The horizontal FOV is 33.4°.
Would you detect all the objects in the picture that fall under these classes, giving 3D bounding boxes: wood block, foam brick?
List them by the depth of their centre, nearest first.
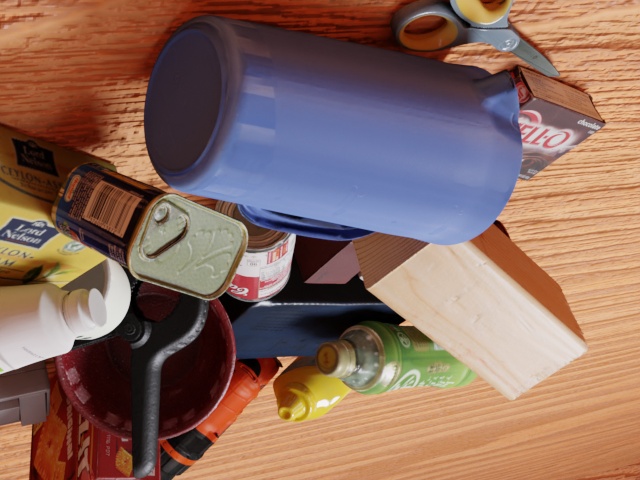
[{"bbox_3d":[0.129,0.039,0.920,0.090,0.091,0.205,-38,126,20],"label":"wood block"},{"bbox_3d":[0.017,-0.001,0.968,0.052,0.051,0.078,3,149,-40],"label":"foam brick"}]

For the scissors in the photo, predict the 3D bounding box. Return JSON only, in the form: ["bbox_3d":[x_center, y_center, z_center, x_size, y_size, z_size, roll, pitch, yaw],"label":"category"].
[{"bbox_3d":[0.113,-0.142,0.770,0.096,0.016,0.201,-23,157,13],"label":"scissors"}]

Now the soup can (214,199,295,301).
[{"bbox_3d":[-0.056,0.001,0.894,0.068,0.068,0.102,-14,156,-11],"label":"soup can"}]

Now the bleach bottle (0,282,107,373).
[{"bbox_3d":[-0.271,0.077,0.773,0.251,0.068,0.102,-13,165,11],"label":"bleach bottle"}]

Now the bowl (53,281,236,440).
[{"bbox_3d":[-0.155,0.095,0.962,0.162,0.162,0.055,-20,-175,3],"label":"bowl"}]

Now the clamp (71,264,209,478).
[{"bbox_3d":[-0.153,0.085,0.910,0.210,0.164,0.036,-48,174,1],"label":"clamp"}]

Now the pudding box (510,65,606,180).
[{"bbox_3d":[0.168,-0.095,0.887,0.113,0.039,0.090,6,146,-45],"label":"pudding box"}]

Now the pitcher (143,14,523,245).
[{"bbox_3d":[0.004,-0.066,0.717,0.242,0.149,0.145,7,-171,-39],"label":"pitcher"}]

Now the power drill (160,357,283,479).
[{"bbox_3d":[-0.119,0.182,1.130,0.184,0.057,0.187,-44,-179,15],"label":"power drill"}]

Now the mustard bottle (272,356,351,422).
[{"bbox_3d":[0.001,0.148,1.176,0.096,0.058,0.191,-15,-169,28],"label":"mustard bottle"}]

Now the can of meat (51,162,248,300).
[{"bbox_3d":[-0.112,-0.008,0.698,0.102,0.084,0.057,23,90,-55],"label":"can of meat"}]

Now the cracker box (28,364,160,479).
[{"bbox_3d":[-0.231,0.199,1.073,0.072,0.164,0.214,11,146,-27],"label":"cracker box"}]
